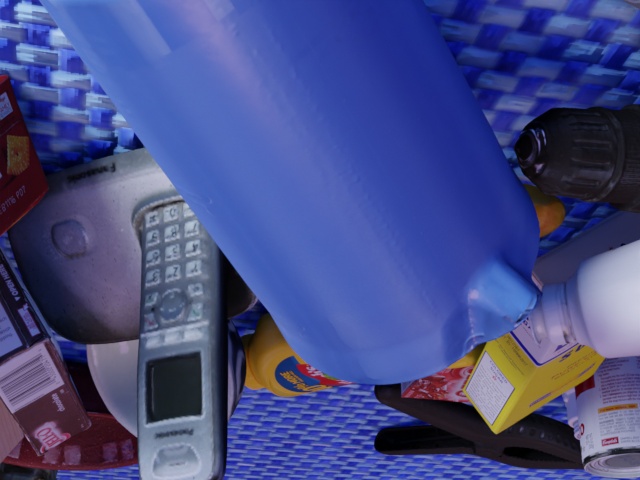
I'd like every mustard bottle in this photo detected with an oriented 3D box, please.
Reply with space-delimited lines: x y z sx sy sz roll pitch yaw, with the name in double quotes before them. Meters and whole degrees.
"mustard bottle" 0.012 0.072 0.744 0.192 0.058 0.096 -14 154 28

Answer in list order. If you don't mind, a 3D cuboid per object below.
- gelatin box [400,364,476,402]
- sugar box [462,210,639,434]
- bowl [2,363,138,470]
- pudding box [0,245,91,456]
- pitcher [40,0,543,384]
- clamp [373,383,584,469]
"gelatin box" 0.107 0.098 0.819 0.073 0.030 0.089 6 152 -10
"sugar box" 0.152 0.053 0.664 0.093 0.048 0.176 -28 158 -19
"bowl" -0.209 0.144 0.889 0.162 0.055 0.162 -2 153 -1
"pudding box" -0.167 0.054 0.575 0.039 0.090 0.113 -28 152 -18
"pitcher" -0.014 -0.057 0.425 0.149 0.145 0.242 -15 141 18
"clamp" 0.141 0.172 0.935 0.210 0.036 0.165 12 155 1
